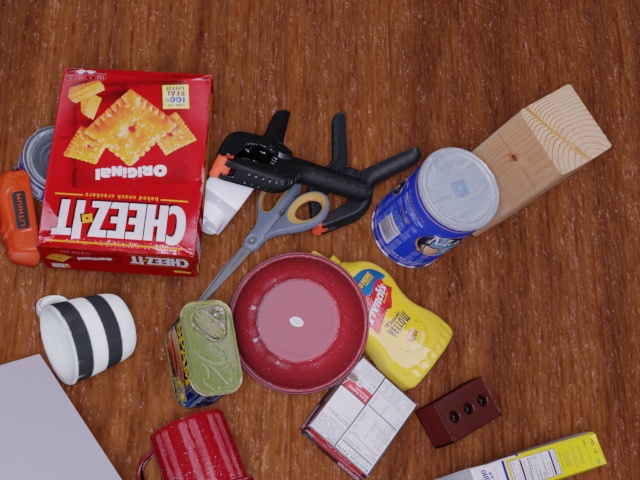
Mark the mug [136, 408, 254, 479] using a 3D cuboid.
[{"bbox_3d":[-0.137,0.231,1.105,0.117,0.093,0.081,-25,73,9],"label":"mug"}]

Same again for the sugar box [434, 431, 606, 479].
[{"bbox_3d":[0.229,0.267,1.227,0.176,0.093,0.048,-13,75,-25],"label":"sugar box"}]

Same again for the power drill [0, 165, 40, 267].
[{"bbox_3d":[-0.389,-0.003,1.102,0.187,0.057,0.184,-5,72,-23],"label":"power drill"}]

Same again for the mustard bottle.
[{"bbox_3d":[0.057,0.081,1.249,0.191,0.058,0.096,41,66,-2],"label":"mustard bottle"}]

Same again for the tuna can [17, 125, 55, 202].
[{"bbox_3d":[-0.291,-0.084,1.187,0.086,0.034,0.086,8,68,-19],"label":"tuna can"}]

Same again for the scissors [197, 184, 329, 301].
[{"bbox_3d":[-0.058,0.002,1.238,0.096,0.016,0.201,15,60,19],"label":"scissors"}]

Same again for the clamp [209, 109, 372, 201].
[{"bbox_3d":[-0.055,-0.098,1.224,0.209,0.036,0.165,-5,43,-48],"label":"clamp"}]

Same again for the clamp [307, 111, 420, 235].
[{"bbox_3d":[0.046,-0.074,1.306,0.120,0.039,0.171,17,65,14],"label":"clamp"}]

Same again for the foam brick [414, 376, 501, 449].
[{"bbox_3d":[0.161,0.201,1.248,0.078,0.051,0.053,-25,81,-28],"label":"foam brick"}]

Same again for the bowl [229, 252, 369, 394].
[{"bbox_3d":[-0.024,0.090,1.182,0.162,0.055,0.162,0,82,0],"label":"bowl"}]

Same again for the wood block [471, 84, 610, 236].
[{"bbox_3d":[0.243,-0.093,1.306,0.090,0.206,0.091,-29,83,-28],"label":"wood block"}]

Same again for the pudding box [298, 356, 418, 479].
[{"bbox_3d":[0.044,0.201,1.209,0.090,0.039,0.113,42,63,-3],"label":"pudding box"}]

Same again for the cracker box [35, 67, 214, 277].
[{"bbox_3d":[-0.202,-0.076,1.134,0.164,0.072,0.213,3,67,-1],"label":"cracker box"}]

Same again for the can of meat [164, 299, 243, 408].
[{"bbox_3d":[-0.127,0.124,1.143,0.057,0.084,0.102,-5,72,-23],"label":"can of meat"}]

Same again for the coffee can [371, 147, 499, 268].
[{"bbox_3d":[0.135,-0.037,1.278,0.102,0.140,0.103,8,68,-19],"label":"coffee can"}]
